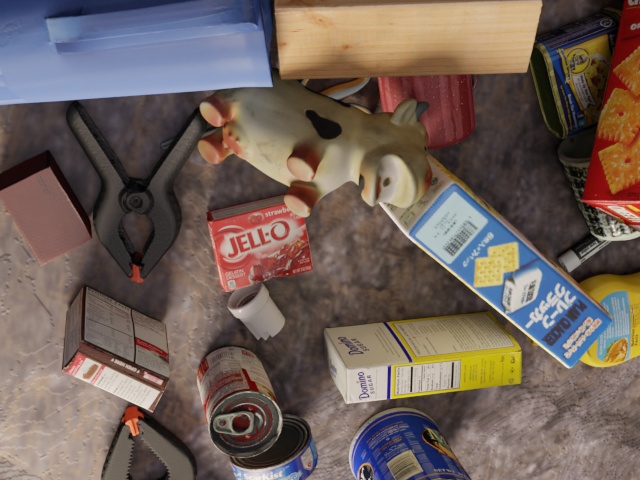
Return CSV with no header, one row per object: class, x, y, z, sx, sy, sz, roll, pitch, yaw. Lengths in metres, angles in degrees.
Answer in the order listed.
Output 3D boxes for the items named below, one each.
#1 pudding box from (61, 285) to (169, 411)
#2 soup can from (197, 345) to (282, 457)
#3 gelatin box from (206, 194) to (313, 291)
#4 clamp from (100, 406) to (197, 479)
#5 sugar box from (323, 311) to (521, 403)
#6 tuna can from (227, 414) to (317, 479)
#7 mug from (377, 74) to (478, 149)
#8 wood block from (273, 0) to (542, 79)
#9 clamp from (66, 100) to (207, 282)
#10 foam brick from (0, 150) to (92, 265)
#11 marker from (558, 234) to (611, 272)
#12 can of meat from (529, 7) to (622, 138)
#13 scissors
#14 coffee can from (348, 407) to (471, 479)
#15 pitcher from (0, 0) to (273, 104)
pudding box,-0.183,0.095,0.958,0.090,0.113,0.039,28,104,-20
soup can,-0.079,0.150,1.008,0.068,0.102,0.068,-4,111,-12
gelatin box,-0.057,0.001,0.999,0.089,0.030,0.073,-13,112,-9
clamp,-0.172,0.266,1.064,0.164,0.036,0.210,-21,111,-6
sugar box,0.098,0.113,1.043,0.176,0.093,0.048,-7,111,-10
tuna can,-0.046,0.210,1.047,0.086,0.086,0.034,-19,115,-6
mug,0.103,-0.138,0.962,0.117,0.093,0.081,-33,124,-38
wood block,0.067,-0.194,0.870,0.206,0.091,0.090,-2,150,0
clamp,-0.172,-0.047,0.949,0.120,0.039,0.171,13,110,-2
foam brick,-0.241,-0.029,0.932,0.053,0.051,0.078,-27,114,-4
marker,0.296,-0.010,1.085,0.121,0.020,0.020,-36,114,1
can of meat,0.248,-0.155,1.000,0.084,0.057,0.102,-21,112,-3
scissors,-0.036,-0.099,0.974,0.201,0.016,0.096,-31,111,-1
coffee can,0.095,0.244,1.063,0.102,0.140,0.103,-4,110,-12
pitcher,-0.158,-0.173,0.838,0.243,0.145,0.149,-8,150,-1
